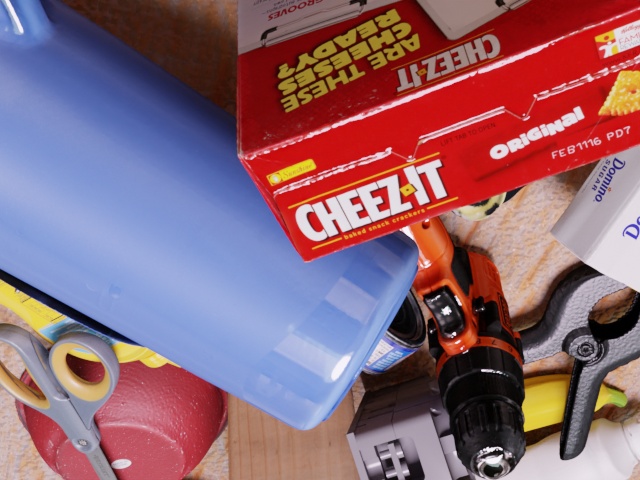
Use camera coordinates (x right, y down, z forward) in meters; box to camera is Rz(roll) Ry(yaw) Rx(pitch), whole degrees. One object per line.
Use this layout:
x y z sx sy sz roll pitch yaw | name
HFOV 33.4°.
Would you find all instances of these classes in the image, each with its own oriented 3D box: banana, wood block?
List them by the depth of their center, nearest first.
-0.013 0.179 0.728 0.090 0.206 0.091 -8 132 1 | wood block
0.138 0.143 0.825 0.198 0.037 0.069 -20 131 12 | banana

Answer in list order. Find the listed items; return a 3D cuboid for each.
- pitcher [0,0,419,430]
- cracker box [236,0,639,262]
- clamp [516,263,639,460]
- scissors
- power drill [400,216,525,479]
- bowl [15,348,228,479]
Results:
-0.083 -0.007 0.525 0.243 0.149 0.145 32 89 2 | pitcher
0.048 -0.104 0.472 0.164 0.213 0.072 -20 130 12 | cracker box
0.187 0.079 0.752 0.120 0.039 0.172 41 112 -19 | clamp
-0.146 0.123 0.713 0.096 0.016 0.201 -16 127 25 | scissors
0.061 0.025 0.626 0.057 0.184 0.187 -25 120 16 | power drill
-0.145 0.141 0.784 0.162 0.055 0.162 -3 133 -3 | bowl
